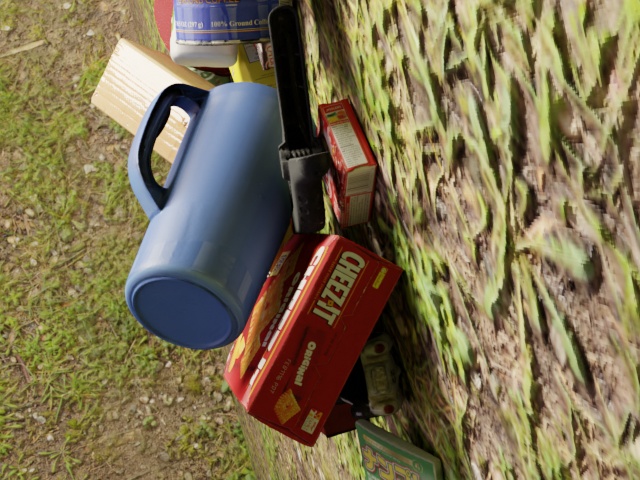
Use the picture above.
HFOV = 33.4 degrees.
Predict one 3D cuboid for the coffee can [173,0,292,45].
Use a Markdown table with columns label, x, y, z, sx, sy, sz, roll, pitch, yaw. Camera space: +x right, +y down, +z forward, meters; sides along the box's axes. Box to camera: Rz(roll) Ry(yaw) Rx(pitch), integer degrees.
| label | x | y | z | sx | sy | sz | roll | pitch | yaw |
| --- | --- | --- | --- | --- | --- | --- | --- | --- | --- |
| coffee can | -0.075 | -0.238 | 0.892 | 0.103 | 0.102 | 0.140 | -134 | 40 | -69 |

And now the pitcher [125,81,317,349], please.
| label | x | y | z | sx | sy | sz | roll | pitch | yaw |
| --- | --- | --- | --- | --- | --- | --- | --- | --- | --- |
| pitcher | -0.098 | -0.029 | 0.973 | 0.145 | 0.149 | 0.242 | 82 | -161 | -45 |

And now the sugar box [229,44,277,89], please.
| label | x | y | z | sx | sy | sz | roll | pitch | yaw |
| --- | --- | --- | --- | --- | --- | --- | --- | --- | --- |
| sugar box | -0.059 | -0.154 | 1.141 | 0.093 | 0.048 | 0.176 | 100 | 154 | -66 |

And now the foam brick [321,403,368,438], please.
| label | x | y | z | sx | sy | sz | roll | pitch | yaw |
| --- | --- | --- | --- | --- | --- | --- | --- | --- | --- |
| foam brick | 0.018 | 0.187 | 1.215 | 0.078 | 0.053 | 0.051 | 177 | 78 | -78 |

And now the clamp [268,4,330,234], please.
| label | x | y | z | sx | sy | sz | roll | pitch | yaw |
| --- | --- | --- | --- | --- | --- | --- | --- | --- | --- |
| clamp | -0.014 | -0.063 | 0.876 | 0.210 | 0.036 | 0.164 | 86 | 174 | -50 |

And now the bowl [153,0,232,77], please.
| label | x | y | z | sx | sy | sz | roll | pitch | yaw |
| --- | --- | --- | --- | --- | --- | --- | --- | --- | --- |
| bowl | -0.154 | -0.270 | 1.290 | 0.162 | 0.055 | 0.162 | 33 | 135 | 40 |

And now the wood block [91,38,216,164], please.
| label | x | y | z | sx | sy | sz | roll | pitch | yaw |
| --- | --- | --- | --- | --- | --- | --- | --- | --- | --- |
| wood block | -0.164 | -0.148 | 1.259 | 0.206 | 0.090 | 0.091 | 37 | 105 | 32 |

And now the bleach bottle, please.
| label | x | y | z | sx | sy | sz | roll | pitch | yaw |
| --- | --- | --- | --- | --- | --- | --- | --- | --- | --- |
| bleach bottle | -0.114 | -0.304 | 1.067 | 0.102 | 0.068 | 0.251 | -140 | 52 | -84 |

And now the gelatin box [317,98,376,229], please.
| label | x | y | z | sx | sy | sz | roll | pitch | yaw |
| --- | --- | --- | --- | --- | --- | --- | --- | --- | --- |
| gelatin box | 0.020 | -0.063 | 0.904 | 0.089 | 0.030 | 0.073 | 93 | 159 | -59 |

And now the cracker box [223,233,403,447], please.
| label | x | y | z | sx | sy | sz | roll | pitch | yaw |
| --- | --- | --- | --- | --- | --- | --- | --- | --- | --- |
| cracker box | -0.017 | 0.078 | 0.954 | 0.164 | 0.072 | 0.214 | -63 | 9 | -4 |
